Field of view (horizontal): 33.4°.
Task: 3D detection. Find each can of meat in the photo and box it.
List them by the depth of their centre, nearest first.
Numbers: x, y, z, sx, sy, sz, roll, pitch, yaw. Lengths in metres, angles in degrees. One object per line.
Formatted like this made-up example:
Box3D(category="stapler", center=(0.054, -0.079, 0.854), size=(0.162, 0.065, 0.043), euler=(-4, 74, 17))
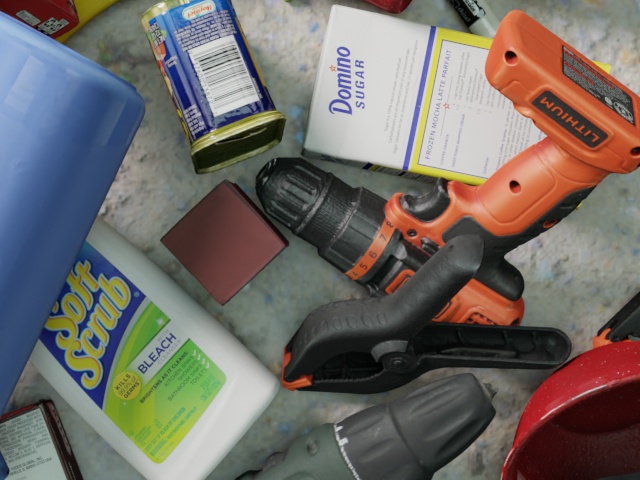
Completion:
Box3D(category="can of meat", center=(-0.063, -0.092, 0.623), size=(0.057, 0.102, 0.084), euler=(-22, 87, -5))

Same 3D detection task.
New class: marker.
Box3D(category="marker", center=(0.075, -0.177, 0.678), size=(0.020, 0.020, 0.121), euler=(-36, 90, -5))

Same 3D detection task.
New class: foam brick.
Box3D(category="foam brick", center=(-0.054, 0.001, 0.628), size=(0.051, 0.078, 0.053), euler=(-42, 91, 0))

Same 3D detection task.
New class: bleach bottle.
Box3D(category="bleach bottle", center=(-0.147, 0.039, 0.631), size=(0.251, 0.068, 0.102), euler=(41, 87, 1))

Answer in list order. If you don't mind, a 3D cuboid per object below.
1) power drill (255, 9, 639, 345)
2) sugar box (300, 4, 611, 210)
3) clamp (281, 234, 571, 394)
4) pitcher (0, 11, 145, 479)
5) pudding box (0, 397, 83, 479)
Box3D(category="power drill", center=(0.077, -0.036, 0.606), size=(0.184, 0.057, 0.188), euler=(31, 127, -13))
Box3D(category="sugar box", center=(0.082, -0.080, 0.663), size=(0.176, 0.048, 0.093), euler=(12, 87, 0))
Box3D(category="clamp", center=(0.056, 0.059, 0.623), size=(0.120, 0.172, 0.039), euler=(40, 44, -28))
Box3D(category="pitcher", center=(-0.199, 0.003, 0.538), size=(0.145, 0.149, 0.243), euler=(29, 91, 20))
Box3D(category="pudding box", center=(-0.185, 0.162, 0.633), size=(0.090, 0.039, 0.113), euler=(-21, 87, -5))
